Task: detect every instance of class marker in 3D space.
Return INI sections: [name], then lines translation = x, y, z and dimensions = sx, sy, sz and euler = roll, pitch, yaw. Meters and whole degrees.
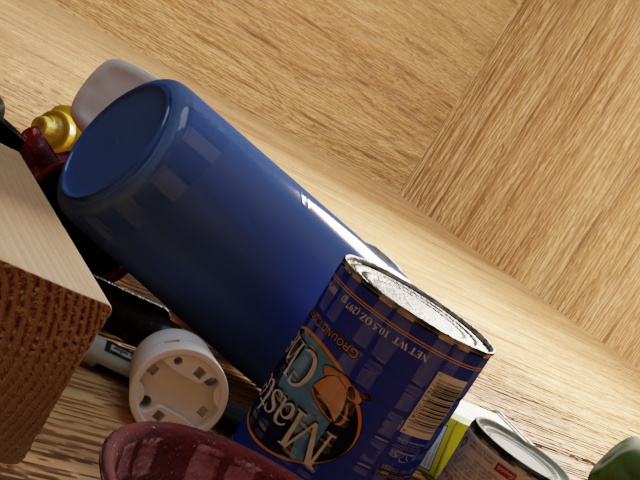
[marker]
translation = -0.095, 0.088, 0.652
dimensions = 0.121, 0.020, 0.020
euler = 30, 8, -18

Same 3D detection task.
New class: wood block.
[wood block]
translation = -0.188, 0.009, 0.529
dimensions = 0.090, 0.090, 0.206
euler = 27, 9, -35

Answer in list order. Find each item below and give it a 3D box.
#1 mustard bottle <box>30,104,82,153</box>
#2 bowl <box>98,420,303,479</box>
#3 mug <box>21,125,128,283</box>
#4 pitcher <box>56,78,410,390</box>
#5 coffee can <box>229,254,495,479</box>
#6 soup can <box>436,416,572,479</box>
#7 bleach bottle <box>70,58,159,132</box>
[mustard bottle]
translation = -0.229, -0.094, 1.077
dimensions = 0.096, 0.058, 0.191
euler = 41, 7, 21
[bowl]
translation = -0.031, 0.143, 0.435
dimensions = 0.162, 0.055, 0.162
euler = 31, 8, -5
[mug]
translation = -0.179, -0.029, 0.761
dimensions = 0.117, 0.093, 0.082
euler = 60, -8, -20
[pitcher]
translation = -0.055, 0.001, 0.717
dimensions = 0.149, 0.145, 0.242
euler = 10, -27, 50
[coffee can]
translation = 0.020, 0.094, 0.618
dimensions = 0.103, 0.140, 0.103
euler = 31, 8, -5
[soup can]
translation = 0.088, 0.161, 0.610
dimensions = 0.068, 0.102, 0.068
euler = 31, 8, -5
[bleach bottle]
translation = -0.132, -0.068, 0.888
dimensions = 0.102, 0.068, 0.251
euler = 35, -8, 6
